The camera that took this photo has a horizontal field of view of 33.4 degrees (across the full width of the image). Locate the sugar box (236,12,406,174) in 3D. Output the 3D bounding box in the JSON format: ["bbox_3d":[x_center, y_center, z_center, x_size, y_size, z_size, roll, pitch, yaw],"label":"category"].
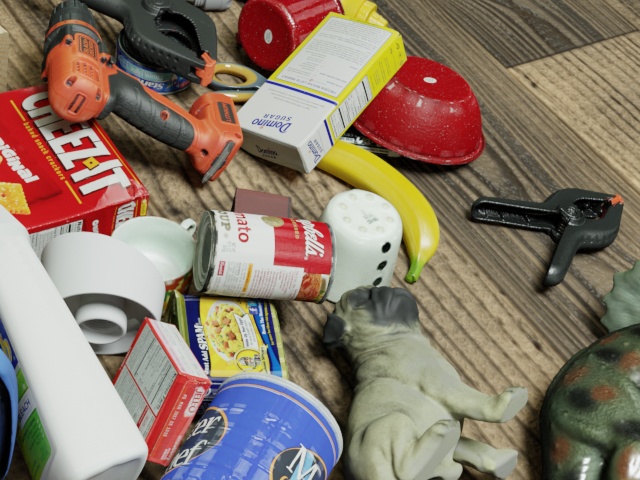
[{"bbox_3d":[-0.001,-0.149,1.060,0.093,0.048,0.176,23,63,33],"label":"sugar box"}]

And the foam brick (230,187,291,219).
[{"bbox_3d":[-0.056,0.001,0.943,0.051,0.053,0.078,9,44,-10],"label":"foam brick"}]

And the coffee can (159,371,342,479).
[{"bbox_3d":[-0.058,0.176,0.740,0.103,0.103,0.140,26,45,7],"label":"coffee can"}]

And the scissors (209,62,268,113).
[{"bbox_3d":[-0.037,-0.162,1.131,0.201,0.016,0.096,-12,50,-31],"label":"scissors"}]

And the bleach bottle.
[{"bbox_3d":[-0.211,0.070,0.764,0.067,0.103,0.251,-17,64,-35],"label":"bleach bottle"}]

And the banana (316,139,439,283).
[{"bbox_3d":[0.056,-0.046,1.034,0.069,0.037,0.198,-21,57,-34],"label":"banana"}]

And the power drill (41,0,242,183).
[{"bbox_3d":[-0.168,-0.139,0.986,0.187,0.057,0.184,24,28,-28],"label":"power drill"}]

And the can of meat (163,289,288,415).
[{"bbox_3d":[-0.077,0.091,0.848,0.083,0.057,0.102,3,47,-18],"label":"can of meat"}]

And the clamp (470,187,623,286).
[{"bbox_3d":[0.245,-0.009,1.060,0.171,0.039,0.120,-10,53,-26],"label":"clamp"}]

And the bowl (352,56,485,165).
[{"bbox_3d":[0.105,-0.146,1.115,0.162,0.055,0.162,13,35,-9],"label":"bowl"}]

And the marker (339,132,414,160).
[{"bbox_3d":[0.052,-0.098,1.096,0.121,0.020,0.020,7,46,-12],"label":"marker"}]

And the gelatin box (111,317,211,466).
[{"bbox_3d":[-0.119,0.110,0.782,0.030,0.073,0.089,20,14,-34],"label":"gelatin box"}]

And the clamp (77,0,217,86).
[{"bbox_3d":[-0.179,-0.230,1.084,0.164,0.036,0.210,-16,54,-30],"label":"clamp"}]

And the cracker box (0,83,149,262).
[{"bbox_3d":[-0.277,-0.046,0.901,0.213,0.072,0.164,-19,56,-33],"label":"cracker box"}]

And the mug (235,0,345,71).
[{"bbox_3d":[-0.043,-0.229,1.142,0.117,0.093,0.081,1,23,40],"label":"mug"}]

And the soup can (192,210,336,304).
[{"bbox_3d":[-0.046,0.013,0.859,0.102,0.069,0.068,6,46,-18],"label":"soup can"}]

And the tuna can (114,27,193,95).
[{"bbox_3d":[-0.169,-0.191,1.102,0.086,0.034,0.086,9,46,-10],"label":"tuna can"}]
